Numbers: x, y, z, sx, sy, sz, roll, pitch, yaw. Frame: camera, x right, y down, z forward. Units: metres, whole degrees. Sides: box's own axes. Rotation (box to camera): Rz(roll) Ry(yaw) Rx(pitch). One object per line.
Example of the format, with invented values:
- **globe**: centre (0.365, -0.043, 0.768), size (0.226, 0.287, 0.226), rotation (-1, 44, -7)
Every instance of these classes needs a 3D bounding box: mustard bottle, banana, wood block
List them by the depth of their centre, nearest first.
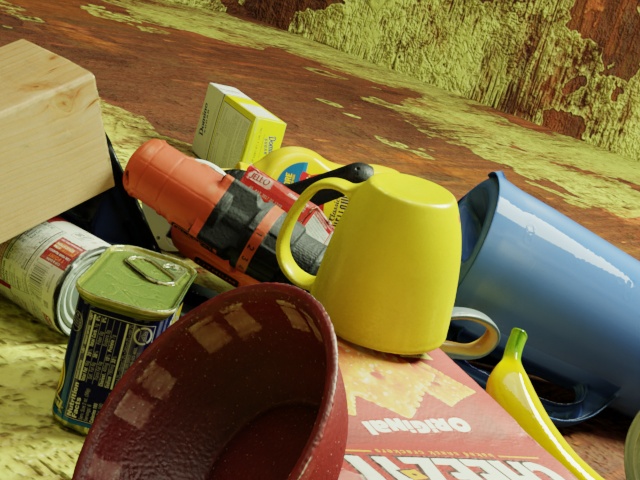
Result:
- **banana**: centre (0.161, 0.142, 0.640), size (0.198, 0.069, 0.037), rotation (49, -9, 18)
- **wood block**: centre (-0.246, -0.043, 0.678), size (0.090, 0.091, 0.205), rotation (29, 47, 36)
- **mustard bottle**: centre (-0.015, -0.043, 1.075), size (0.191, 0.096, 0.058), rotation (12, 16, -16)

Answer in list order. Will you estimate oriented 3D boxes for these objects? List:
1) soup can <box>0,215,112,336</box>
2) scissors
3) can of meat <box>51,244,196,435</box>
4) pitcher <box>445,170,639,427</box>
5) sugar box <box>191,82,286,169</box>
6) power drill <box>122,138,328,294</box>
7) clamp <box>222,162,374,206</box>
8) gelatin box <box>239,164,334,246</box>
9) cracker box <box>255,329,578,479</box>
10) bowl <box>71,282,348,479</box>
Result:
- **soup can**: centre (-0.187, 0.017, 0.729), size (0.102, 0.068, 0.068), rotation (26, 17, 32)
- **scissors**: centre (0.028, 0.080, 0.721), size (0.201, 0.096, 0.016), rotation (0, 34, -22)
- **can of meat**: centre (-0.116, 0.058, 0.628), size (0.057, 0.084, 0.102), rotation (16, 15, -1)
- **pitcher**: centre (0.198, 0.065, 0.839), size (0.242, 0.149, 0.145), rotation (27, 13, -9)
- **sugar box**: centre (-0.100, -0.123, 1.276), size (0.048, 0.093, 0.176), rotation (10, 17, -25)
- **power drill**: centre (-0.055, 0.001, 0.805), size (0.184, 0.057, 0.188), rotation (34, -9, 3)
- **clamp**: centre (-0.036, -0.031, 0.986), size (0.210, 0.164, 0.036), rotation (13, 56, 11)
- **gelatin box**: centre (-0.024, -0.019, 0.873), size (0.073, 0.030, 0.089), rotation (33, -9, 27)
- **cracker box**: centre (0.034, 0.119, 0.597), size (0.164, 0.072, 0.214), rotation (8, 18, -28)
- **bowl**: centre (-0.042, 0.100, 0.498), size (0.055, 0.162, 0.162), rotation (44, -1, -33)
